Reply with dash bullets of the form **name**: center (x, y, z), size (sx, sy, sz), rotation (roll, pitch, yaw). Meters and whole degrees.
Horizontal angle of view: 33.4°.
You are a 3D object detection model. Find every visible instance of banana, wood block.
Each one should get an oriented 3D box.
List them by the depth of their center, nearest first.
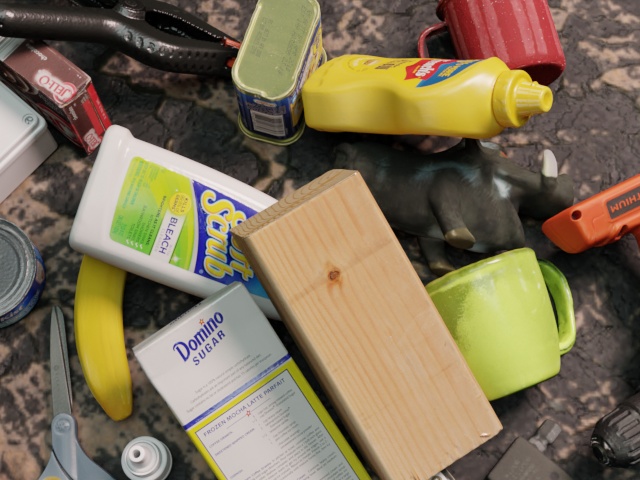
- **wood block**: center (0.030, 0.061, 0.751), size (0.090, 0.090, 0.206), rotation (-31, 99, -8)
- **banana**: center (-0.157, 0.039, 0.834), size (0.069, 0.037, 0.197), rotation (11, 72, 8)

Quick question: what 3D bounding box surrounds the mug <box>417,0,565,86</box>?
- **mug**: center (0.137, -0.160, 0.866), size (0.117, 0.093, 0.081), rotation (-15, 76, 2)

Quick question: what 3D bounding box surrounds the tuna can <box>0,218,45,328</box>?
- **tuna can**: center (-0.263, 0.027, 0.843), size (0.086, 0.034, 0.086), rotation (-1, 71, 2)

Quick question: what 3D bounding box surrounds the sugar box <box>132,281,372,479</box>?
- **sugar box**: center (-0.049, 0.126, 0.765), size (0.093, 0.048, 0.176), rotation (-33, 95, -10)

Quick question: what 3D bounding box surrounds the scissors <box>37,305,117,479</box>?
- **scissors**: center (-0.176, 0.151, 0.808), size (0.096, 0.016, 0.201), rotation (7, 72, 2)

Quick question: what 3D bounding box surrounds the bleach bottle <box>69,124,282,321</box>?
- **bleach bottle**: center (-0.055, 0.001, 0.811), size (0.250, 0.068, 0.102), rotation (19, 85, -7)

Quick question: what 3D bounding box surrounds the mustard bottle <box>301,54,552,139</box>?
- **mustard bottle**: center (0.085, -0.109, 0.807), size (0.192, 0.058, 0.096), rotation (9, 25, 39)

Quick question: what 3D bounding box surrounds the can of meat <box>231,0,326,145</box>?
- **can of meat**: center (-0.033, -0.141, 0.866), size (0.057, 0.084, 0.102), rotation (16, 73, 7)

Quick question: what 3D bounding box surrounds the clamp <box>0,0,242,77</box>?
- **clamp**: center (-0.165, -0.175, 0.865), size (0.210, 0.036, 0.164), rotation (20, 30, -10)

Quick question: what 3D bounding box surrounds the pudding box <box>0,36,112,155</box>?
- **pudding box**: center (-0.227, -0.129, 0.865), size (0.113, 0.090, 0.039), rotation (39, 75, 14)
